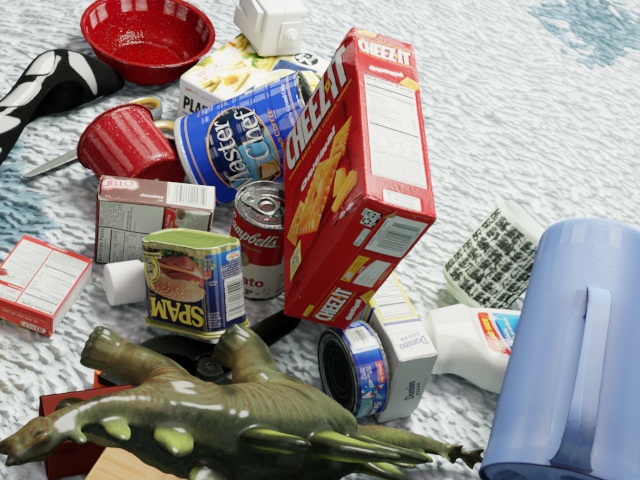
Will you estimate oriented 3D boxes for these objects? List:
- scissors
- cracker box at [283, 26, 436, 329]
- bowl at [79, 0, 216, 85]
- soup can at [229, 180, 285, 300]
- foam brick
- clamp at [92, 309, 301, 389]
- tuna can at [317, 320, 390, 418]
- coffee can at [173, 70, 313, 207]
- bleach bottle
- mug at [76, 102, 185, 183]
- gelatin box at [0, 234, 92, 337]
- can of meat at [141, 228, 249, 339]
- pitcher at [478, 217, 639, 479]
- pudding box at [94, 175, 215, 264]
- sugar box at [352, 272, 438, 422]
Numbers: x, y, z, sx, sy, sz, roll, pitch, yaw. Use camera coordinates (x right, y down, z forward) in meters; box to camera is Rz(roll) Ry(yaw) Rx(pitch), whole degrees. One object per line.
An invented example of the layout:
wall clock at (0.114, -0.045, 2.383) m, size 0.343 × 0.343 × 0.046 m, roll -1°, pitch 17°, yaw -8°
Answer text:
scissors at (-0.226, -0.101, 1.177) m, size 0.096 × 0.016 × 0.201 m, roll 27°, pitch 44°, yaw 13°
cracker box at (0.025, -0.056, 0.942) m, size 0.072 × 0.164 × 0.213 m, roll 15°, pitch 47°, yaw -20°
bowl at (-0.210, -0.237, 1.296) m, size 0.162 × 0.055 × 0.162 m, roll 7°, pitch 43°, yaw -7°
soup can at (-0.057, 0.001, 1.049) m, size 0.068 × 0.102 × 0.068 m, roll 8°, pitch 43°, yaw -7°
foam brick at (-0.191, 0.158, 0.885) m, size 0.078 × 0.053 × 0.051 m, roll -5°, pitch 46°, yaw -20°
clamp at (-0.094, 0.129, 0.951) m, size 0.209 × 0.036 × 0.165 m, roll -3°, pitch 42°, yaw -21°
tuna can at (0.029, 0.117, 0.961) m, size 0.033 × 0.086 × 0.086 m, roll -10°, pitch 48°, yaw -22°
coffee can at (-0.068, -0.105, 1.116) m, size 0.140 × 0.102 × 0.103 m, roll -20°, pitch 44°, yaw 11°
bleach bottle at (0.197, 0.115, 1.026) m, size 0.250 × 0.068 × 0.102 m, roll 8°, pitch 46°, yaw -2°
mug at (-0.186, -0.084, 1.122) m, size 0.117 × 0.093 × 0.081 m, roll -11°, pitch 51°, yaw -46°
gelatin box at (-0.267, 0.042, 1.005) m, size 0.073 × 0.030 × 0.089 m, roll 19°, pitch 43°, yaw 4°
can of meat at (-0.116, 0.038, 0.978) m, size 0.102 × 0.084 × 0.057 m, roll 9°, pitch 18°, yaw 38°
pitcher at (0.223, 0.101, 0.909) m, size 0.144 × 0.149 × 0.242 m, roll 30°, pitch 62°, yaw -29°
pudding box at (-0.164, -0.015, 1.048) m, size 0.113 × 0.090 × 0.039 m, roll 7°, pitch 45°, yaw -8°
sugar box at (0.049, 0.073, 1.008) m, size 0.048 × 0.093 × 0.176 m, roll -9°, pitch 48°, yaw -23°
